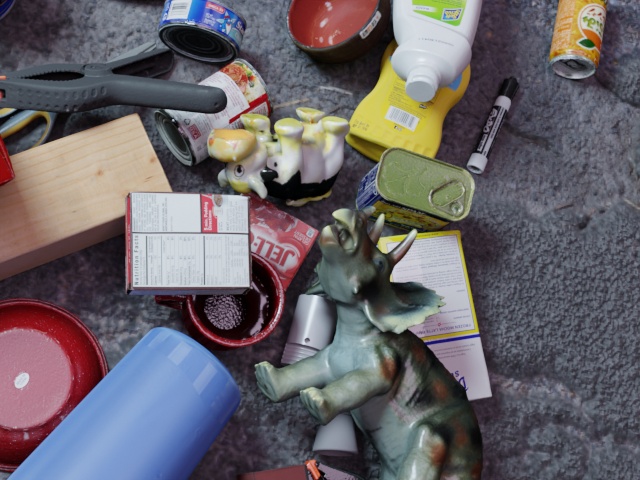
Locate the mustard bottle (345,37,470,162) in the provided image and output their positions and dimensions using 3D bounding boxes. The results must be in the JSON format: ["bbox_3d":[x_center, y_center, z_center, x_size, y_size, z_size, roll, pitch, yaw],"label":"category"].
[{"bbox_3d":[0.106,-0.169,1.139,0.096,0.058,0.191,25,72,3],"label":"mustard bottle"}]

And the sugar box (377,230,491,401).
[{"bbox_3d":[0.110,0.081,1.089,0.093,0.048,0.176,-6,82,-15],"label":"sugar box"}]

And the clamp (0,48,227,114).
[{"bbox_3d":[-0.199,-0.142,0.991,0.209,0.165,0.036,-11,117,-31],"label":"clamp"}]

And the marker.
[{"bbox_3d":[0.191,-0.129,1.173,0.020,0.020,0.121,27,72,-7],"label":"marker"}]

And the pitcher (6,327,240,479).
[{"bbox_3d":[-0.176,0.204,0.940,0.145,0.149,0.242,38,65,4],"label":"pitcher"}]

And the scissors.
[{"bbox_3d":[-0.265,-0.160,1.063,0.096,0.016,0.201,41,70,-2],"label":"scissors"}]

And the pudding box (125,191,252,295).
[{"bbox_3d":[-0.119,0.003,0.959,0.113,0.039,0.090,1,81,-15],"label":"pudding box"}]

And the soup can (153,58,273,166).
[{"bbox_3d":[-0.107,-0.128,1.069,0.102,0.069,0.068,-36,88,-19],"label":"soup can"}]

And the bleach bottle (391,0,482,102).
[{"bbox_3d":[0.113,-0.239,1.100,0.102,0.068,0.250,8,51,9],"label":"bleach bottle"}]

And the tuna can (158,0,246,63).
[{"bbox_3d":[-0.120,-0.212,1.076,0.086,0.086,0.033,16,75,-11],"label":"tuna can"}]

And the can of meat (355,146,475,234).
[{"bbox_3d":[0.094,-0.047,1.094,0.102,0.084,0.057,17,73,-10],"label":"can of meat"}]

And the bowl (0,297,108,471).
[{"bbox_3d":[-0.272,0.128,0.971,0.162,0.055,0.162,3,77,-14],"label":"bowl"}]

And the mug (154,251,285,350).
[{"bbox_3d":[-0.100,0.060,1.018,0.117,0.082,0.093,5,76,-14],"label":"mug"}]

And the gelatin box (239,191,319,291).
[{"bbox_3d":[-0.057,0.001,1.071,0.089,0.030,0.073,32,71,-5],"label":"gelatin box"}]

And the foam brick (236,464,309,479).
[{"bbox_3d":[-0.042,0.238,0.993,0.053,0.078,0.051,-6,78,-18],"label":"foam brick"}]

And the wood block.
[{"bbox_3d":[-0.253,-0.034,0.996,0.205,0.091,0.090,-23,84,-18],"label":"wood block"}]
